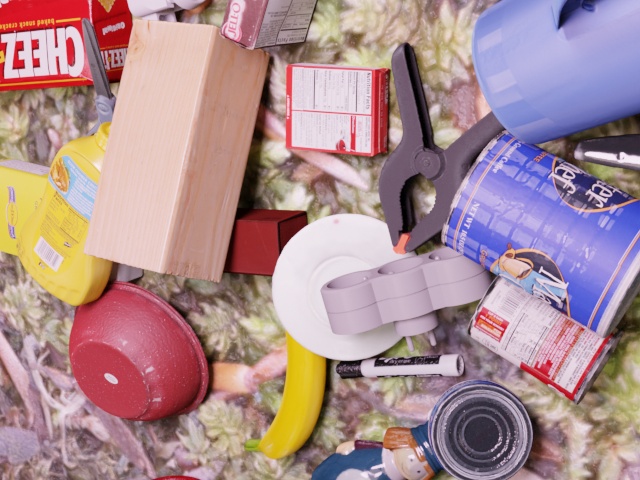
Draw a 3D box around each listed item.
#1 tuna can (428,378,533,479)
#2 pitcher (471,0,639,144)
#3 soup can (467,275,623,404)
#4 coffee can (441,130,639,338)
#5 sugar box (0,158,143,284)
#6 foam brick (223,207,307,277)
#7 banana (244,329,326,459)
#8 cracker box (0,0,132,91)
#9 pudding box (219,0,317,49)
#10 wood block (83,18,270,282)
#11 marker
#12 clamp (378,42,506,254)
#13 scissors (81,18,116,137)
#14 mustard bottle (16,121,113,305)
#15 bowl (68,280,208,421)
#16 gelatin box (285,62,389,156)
[{"bbox_3d":[0.133,0.159,0.887,0.086,0.033,0.086,0,87,4],"label":"tuna can"},{"bbox_3d":[0.220,-0.154,0.709,0.243,0.144,0.149,-21,116,38],"label":"pitcher"},{"bbox_3d":[0.176,0.073,0.842,0.102,0.068,0.069,32,116,19],"label":"soup can"},{"bbox_3d":[0.177,-0.006,0.801,0.140,0.102,0.103,31,116,20],"label":"coffee can"},{"bbox_3d":[-0.260,-0.021,1.079,0.176,0.048,0.093,14,109,27],"label":"sugar box"},{"bbox_3d":[-0.056,0.001,0.964,0.078,0.052,0.051,4,105,29],"label":"foam brick"},{"bbox_3d":[-0.027,0.132,0.990,0.070,0.037,0.198,25,114,21],"label":"banana"},{"bbox_3d":[-0.268,-0.251,1.008,0.164,0.072,0.214,1,103,28],"label":"cracker box"},{"bbox_3d":[-0.032,-0.215,0.873,0.039,0.089,0.114,29,115,18],"label":"pudding box"},{"bbox_3d":[-0.123,-0.076,0.922,0.091,0.090,0.206,11,89,32],"label":"wood block"},{"bbox_3d":[0.067,0.112,0.942,0.121,0.020,0.020,-6,100,31],"label":"marker"},{"bbox_3d":[0.102,-0.067,0.866,0.120,0.039,0.171,17,108,30],"label":"clamp"},{"bbox_3d":[-0.179,-0.112,0.976,0.096,0.016,0.202,28,146,5],"label":"scissors"},{"bbox_3d":[-0.212,-0.038,0.987,0.096,0.058,0.192,42,120,19],"label":"mustard bottle"},{"bbox_3d":[-0.192,0.122,1.048,0.162,0.055,0.162,14,124,22],"label":"bowl"},{"bbox_3d":[0.014,-0.112,0.909,0.089,0.030,0.073,7,105,28],"label":"gelatin box"}]
